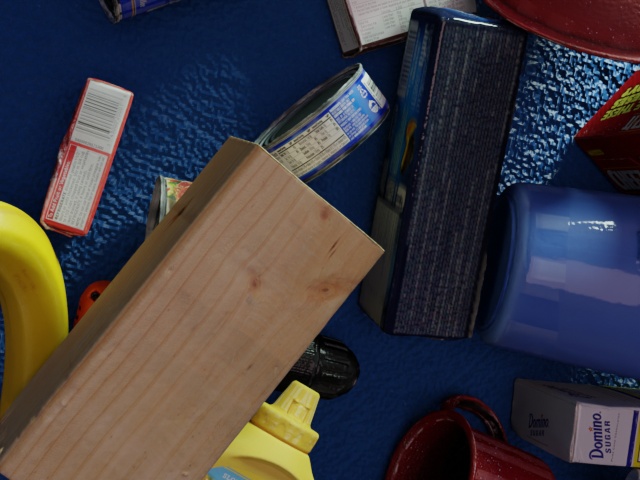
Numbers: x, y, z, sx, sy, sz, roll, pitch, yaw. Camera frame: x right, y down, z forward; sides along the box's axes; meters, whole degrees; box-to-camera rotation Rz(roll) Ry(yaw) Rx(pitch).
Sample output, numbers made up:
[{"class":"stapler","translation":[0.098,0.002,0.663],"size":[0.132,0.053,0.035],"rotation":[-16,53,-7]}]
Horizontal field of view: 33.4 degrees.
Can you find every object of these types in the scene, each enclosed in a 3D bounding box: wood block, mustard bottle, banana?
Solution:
[{"class":"wood block","translation":[-0.074,0.052,0.578],"size":[0.090,0.091,0.206],"rotation":[39,88,-16]},{"class":"mustard bottle","translation":[-0.055,0.168,0.616],"size":[0.096,0.058,0.191],"rotation":[32,83,-13]},{"class":"banana","translation":[-0.175,0.042,0.609],"size":[0.069,0.037,0.198],"rotation":[-36,143,-29]}]

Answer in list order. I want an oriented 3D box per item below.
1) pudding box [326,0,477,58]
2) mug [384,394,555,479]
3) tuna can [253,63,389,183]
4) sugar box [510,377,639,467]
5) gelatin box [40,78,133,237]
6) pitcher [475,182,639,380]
[{"class":"pudding box","translation":[0.044,-0.184,0.689],"size":[0.090,0.039,0.113],"rotation":[-18,96,-13]},{"class":"mug","translation":[0.101,0.158,0.704],"size":[0.081,0.093,0.117],"rotation":[26,47,-25]},{"class":"tuna can","translation":[0.000,-0.070,0.660],"size":[0.086,0.086,0.033],"rotation":[-41,104,-9]},{"class":"sugar box","translation":[0.229,0.128,0.727],"size":[0.176,0.093,0.048],"rotation":[4,92,-14]},{"class":"gelatin box","translation":[-0.140,-0.048,0.631],"size":[0.030,0.073,0.089],"rotation":[19,89,-15]},{"class":"pitcher","translation":[0.230,0.030,0.683],"size":[0.242,0.145,0.149],"rotation":[10,112,-4]}]
